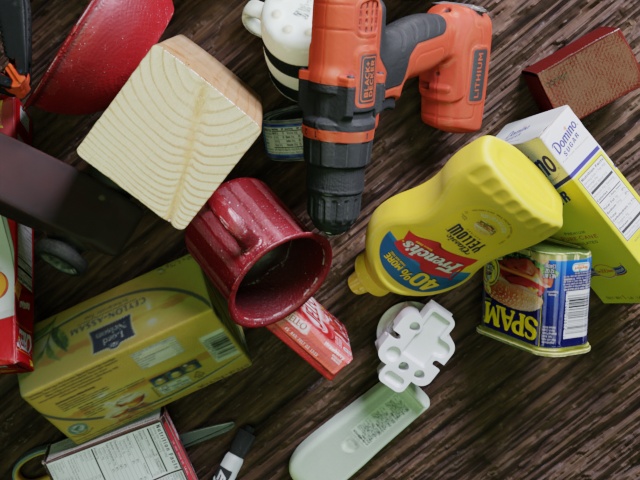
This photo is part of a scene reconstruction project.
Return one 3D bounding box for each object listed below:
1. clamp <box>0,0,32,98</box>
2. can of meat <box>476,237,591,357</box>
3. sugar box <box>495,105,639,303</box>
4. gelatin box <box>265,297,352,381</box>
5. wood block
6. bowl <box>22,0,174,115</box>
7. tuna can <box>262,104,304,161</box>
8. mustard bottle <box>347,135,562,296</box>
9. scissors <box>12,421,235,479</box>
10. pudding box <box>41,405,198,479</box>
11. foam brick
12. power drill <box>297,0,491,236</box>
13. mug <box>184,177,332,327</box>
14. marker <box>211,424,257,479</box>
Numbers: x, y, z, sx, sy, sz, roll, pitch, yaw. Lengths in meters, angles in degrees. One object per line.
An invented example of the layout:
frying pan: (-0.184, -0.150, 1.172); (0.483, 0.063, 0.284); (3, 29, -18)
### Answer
clamp: (-0.293, -0.190, 0.801); (0.164, 0.036, 0.210); (-30, 83, -9)
can of meat: (0.178, 0.042, 0.885); (0.057, 0.102, 0.084); (-4, 102, -28)
sugar box: (0.217, -0.025, 0.873); (0.176, 0.093, 0.048); (46, 72, -11)
gelatin box: (-0.011, 0.071, 0.890); (0.073, 0.089, 0.030); (42, 98, -11)
wood block: (-0.102, -0.088, 0.790); (0.090, 0.206, 0.091); (38, 98, -10)
bowl: (-0.157, -0.151, 0.799); (0.055, 0.162, 0.162); (33, 100, -17)
tuna can: (-0.004, -0.089, 0.855); (0.086, 0.086, 0.034); (-9, 105, 0)
mustard bottle: (0.094, -0.004, 0.866); (0.096, 0.058, 0.192); (36, 132, -25)
scissors: (-0.172, 0.214, 0.955); (0.201, 0.016, 0.096); (-4, 105, -1)
pudding box: (-0.170, 0.202, 0.923); (0.113, 0.039, 0.090); (-21, 105, 0)
foam brick: (0.214, -0.134, 0.871); (0.078, 0.051, 0.053); (-28, 102, 4)
power drill: (0.057, -0.106, 0.808); (0.057, 0.187, 0.184); (18, 113, 34)
mug: (-0.055, 0.001, 0.807); (0.093, 0.117, 0.082); (-41, 57, -1)
marker: (-0.089, 0.218, 0.939); (0.020, 0.020, 0.121); (30, 81, -9)
